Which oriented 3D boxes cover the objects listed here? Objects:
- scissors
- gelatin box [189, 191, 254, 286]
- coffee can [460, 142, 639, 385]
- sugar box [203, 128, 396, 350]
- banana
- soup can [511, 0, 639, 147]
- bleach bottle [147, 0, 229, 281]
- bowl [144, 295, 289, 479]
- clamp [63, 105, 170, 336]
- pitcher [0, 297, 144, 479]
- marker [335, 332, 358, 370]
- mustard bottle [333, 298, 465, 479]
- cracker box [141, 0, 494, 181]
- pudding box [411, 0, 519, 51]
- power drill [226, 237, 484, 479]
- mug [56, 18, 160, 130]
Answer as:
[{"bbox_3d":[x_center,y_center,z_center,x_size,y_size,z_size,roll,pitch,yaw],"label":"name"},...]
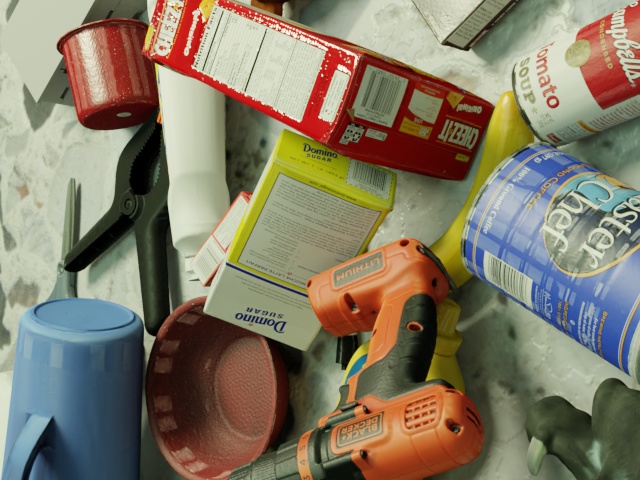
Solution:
[{"bbox_3d":[-0.280,0.042,1.128,0.096,0.016,0.202,-16,76,40],"label":"scissors"},{"bbox_3d":[-0.056,0.001,0.895,0.089,0.073,0.030,-52,57,26],"label":"gelatin box"},{"bbox_3d":[0.174,0.013,0.671,0.140,0.102,0.103,35,110,37],"label":"coffee can"},{"bbox_3d":[-0.019,0.004,0.810,0.176,0.093,0.048,120,168,-45],"label":"sugar box"},{"bbox_3d":[0.101,-0.015,0.766,0.069,0.037,0.198,34,119,-9],"label":"banana"},{"bbox_3d":[0.185,-0.109,0.693,0.102,0.068,0.068,-23,72,39],"label":"soup can"},{"bbox_3d":[-0.110,-0.091,0.937,0.102,0.068,0.251,130,136,-82],"label":"bleach bottle"},{"bbox_3d":[-0.079,0.128,0.918,0.162,0.055,0.162,-3,85,41],"label":"bowl"},{"bbox_3d":[-0.179,-0.031,1.029,0.165,0.036,0.210,20,99,40],"label":"clamp"},{"bbox_3d":[-0.224,0.182,0.948,0.149,0.144,0.243,31,117,60],"label":"pitcher"},{"bbox_3d":[0.022,0.044,0.859,0.020,0.020,0.121,-2,86,41],"label":"marker"},{"bbox_3d":[0.055,0.128,0.798,0.096,0.058,0.192,38,111,35],"label":"mustard bottle"},{"bbox_3d":[-0.005,-0.120,0.797,0.214,0.163,0.072,30,104,38],"label":"cracker box"},{"bbox_3d":[0.104,-0.210,0.790,0.090,0.039,0.113,-44,60,30],"label":"pudding box"},{"bbox_3d":[0.021,0.095,0.715,0.185,0.057,0.187,-22,37,24],"label":"power drill"},{"bbox_3d":[-0.202,-0.153,1.033,0.117,0.093,0.081,143,115,-67],"label":"mug"}]
